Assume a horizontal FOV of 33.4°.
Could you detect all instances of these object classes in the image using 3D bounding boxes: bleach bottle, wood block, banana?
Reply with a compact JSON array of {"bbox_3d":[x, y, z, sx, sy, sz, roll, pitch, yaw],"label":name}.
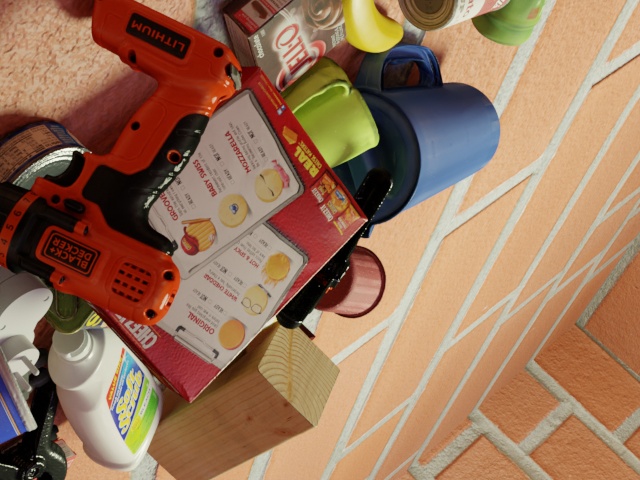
[{"bbox_3d":[-0.212,0.143,1.021,0.251,0.068,0.102,83,27,-65],"label":"bleach bottle"},{"bbox_3d":[-0.091,0.177,1.141,0.206,0.090,0.090,-33,-163,36],"label":"wood block"},{"bbox_3d":[0.040,-0.205,0.924,0.069,0.037,0.197,-44,160,-6],"label":"banana"}]

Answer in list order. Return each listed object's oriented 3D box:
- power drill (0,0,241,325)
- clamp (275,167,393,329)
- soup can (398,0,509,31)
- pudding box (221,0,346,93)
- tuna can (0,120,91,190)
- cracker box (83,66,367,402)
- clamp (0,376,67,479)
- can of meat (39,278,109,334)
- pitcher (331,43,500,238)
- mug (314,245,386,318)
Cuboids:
[{"bbox_3d":[-0.148,-0.061,0.682,0.057,0.184,0.187,91,25,-87],"label":"power drill"},{"bbox_3d":[0.012,0.015,1.006,0.164,0.036,0.210,-55,177,-5],"label":"clamp"},{"bbox_3d":[0.127,-0.237,0.990,0.102,0.068,0.069,-28,153,-43],"label":"soup can"},{"bbox_3d":[-0.026,-0.171,0.849,0.090,0.039,0.113,-43,160,-9],"label":"pudding box"},{"bbox_3d":[-0.202,-0.042,0.752,0.086,0.034,0.086,-40,159,-18],"label":"tuna can"},{"bbox_3d":[-0.089,-0.008,0.843,0.213,0.072,0.164,-45,118,-17],"label":"cracker box"},{"bbox_3d":[-0.295,0.215,1.023,0.120,0.039,0.171,-24,134,-30],"label":"clamp"},{"bbox_3d":[-0.180,0.030,0.906,0.102,0.057,0.083,-50,162,11],"label":"can of meat"},{"bbox_3d":[0.096,-0.112,1.109,0.149,0.145,0.242,-42,169,32],"label":"pitcher"},{"bbox_3d":[0.012,0.051,1.314,0.117,0.093,0.081,-14,168,25],"label":"mug"}]
